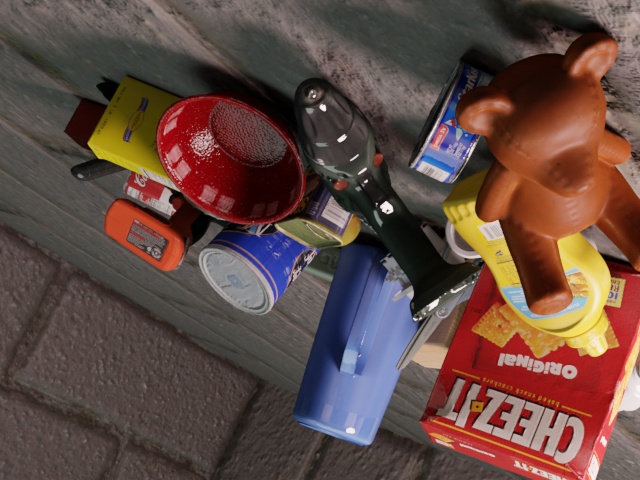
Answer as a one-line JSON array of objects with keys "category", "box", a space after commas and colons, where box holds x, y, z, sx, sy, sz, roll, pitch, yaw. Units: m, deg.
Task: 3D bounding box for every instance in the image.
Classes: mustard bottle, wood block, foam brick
[{"category": "mustard bottle", "box": [0.192, 0.023, 0.913, 0.096, 0.058, 0.191, -21, 112, 42]}, {"category": "wood block", "box": [0.169, 0.115, 1.416, 0.090, 0.091, 0.206, 29, 167, -16]}, {"category": "foam brick", "box": [-0.275, -0.139, 1.365, 0.078, 0.051, 0.053, 20, 166, 25]}]

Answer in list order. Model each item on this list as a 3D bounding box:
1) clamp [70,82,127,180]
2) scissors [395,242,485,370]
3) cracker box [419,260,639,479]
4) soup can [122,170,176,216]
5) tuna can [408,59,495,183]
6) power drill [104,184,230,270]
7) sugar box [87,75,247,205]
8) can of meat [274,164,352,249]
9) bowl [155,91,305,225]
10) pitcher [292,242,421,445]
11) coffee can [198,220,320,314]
[{"category": "clamp", "box": [-0.201, -0.104, 1.223, 0.171, 0.120, 0.039, 20, 173, 10]}, {"category": "scissors", "box": [0.153, 0.071, 1.160, 0.096, 0.202, 0.016, 9, -147, -9]}, {"category": "cracker box", "box": [0.211, 0.113, 1.023, 0.164, 0.213, 0.072, 16, 160, 26]}, {"category": "soup can", "box": [-0.210, -0.074, 1.461, 0.102, 0.068, 0.068, 26, 167, -2]}, {"category": "tuna can", "box": [0.097, -0.085, 0.773, 0.033, 0.086, 0.086, 25, 167, -1]}, {"category": "power drill", "box": [-0.187, -0.048, 1.331, 0.184, 0.057, 0.187, 31, -147, 10]}, {"category": "sugar box", "box": [-0.156, -0.106, 1.172, 0.176, 0.093, 0.048, 22, 167, 15]}, {"category": "can of meat", "box": [0.004, -0.042, 1.129, 0.057, 0.084, 0.102, 30, 167, -15]}, {"category": "bowl", "box": [-0.082, -0.093, 1.076, 0.162, 0.055, 0.162, 14, 135, 14]}, {"category": "pitcher", "box": [0.051, 0.130, 1.355, 0.149, 0.243, 0.145, 28, 167, -37]}, {"category": "coffee can", "box": [-0.058, 0.002, 1.233, 0.103, 0.140, 0.103, 28, 147, 20]}]
